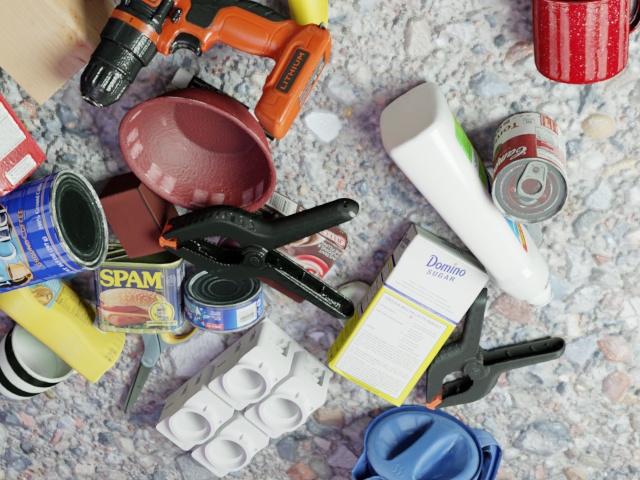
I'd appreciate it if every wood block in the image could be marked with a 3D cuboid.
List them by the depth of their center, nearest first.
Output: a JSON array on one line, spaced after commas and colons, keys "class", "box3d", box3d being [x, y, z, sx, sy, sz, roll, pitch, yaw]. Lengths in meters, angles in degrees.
[{"class": "wood block", "box3d": [-0.292, -0.240, 0.982, 0.091, 0.090, 0.206, -35, 111, 27]}]

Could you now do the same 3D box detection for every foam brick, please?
[{"class": "foam brick", "box3d": [-0.188, -0.029, 1.118, 0.051, 0.053, 0.078, -16, 117, 19]}]

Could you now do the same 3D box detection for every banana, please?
[{"class": "banana", "box3d": [-0.039, -0.260, 0.960, 0.070, 0.037, 0.197, -16, 118, 43]}]

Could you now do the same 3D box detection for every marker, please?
[{"class": "marker", "box3d": [-0.090, -0.133, 1.055, 0.121, 0.020, 0.020, 29, 122, -8]}]

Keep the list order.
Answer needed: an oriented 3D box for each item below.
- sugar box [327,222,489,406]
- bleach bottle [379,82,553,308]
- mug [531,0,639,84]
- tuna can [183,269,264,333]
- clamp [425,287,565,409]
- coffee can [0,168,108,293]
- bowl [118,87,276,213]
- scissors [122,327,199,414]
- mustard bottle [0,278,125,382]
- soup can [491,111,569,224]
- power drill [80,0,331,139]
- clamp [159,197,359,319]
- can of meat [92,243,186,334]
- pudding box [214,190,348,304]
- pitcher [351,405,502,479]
[{"class": "sugar box", "box3d": [0.090, 0.078, 1.119, 0.093, 0.048, 0.176, 30, 105, -11]}, {"class": "bleach bottle", "box3d": [0.153, -0.031, 1.042, 0.068, 0.102, 0.250, -31, 119, 19]}, {"class": "mug", "box3d": [0.236, -0.193, 0.929, 0.117, 0.093, 0.081, -24, 128, -19]}, {"class": "tuna can", "box3d": [-0.103, 0.061, 1.140, 0.086, 0.086, 0.034, 4, 121, 7]}, {"class": "clamp", "box3d": [0.181, 0.132, 1.164, 0.120, 0.039, 0.172, 30, 128, -4]}, {"class": "coffee can", "box3d": [-0.298, -0.004, 1.059, 0.140, 0.102, 0.103, -14, 118, 16]}, {"class": "bowl", "box3d": [-0.113, -0.097, 1.045, 0.162, 0.055, 0.162, 13, 142, 10]}, {"class": "scissors", "box3d": [-0.210, 0.120, 1.237, 0.096, 0.016, 0.202, 39, 119, -12]}, {"class": "mustard bottle", "box3d": [-0.305, 0.071, 1.174, 0.191, 0.096, 0.058, 43, 104, -16]}, {"class": "soup can", "box3d": [0.195, -0.070, 0.996, 0.068, 0.102, 0.068, 5, 123, 7]}, {"class": "power drill", "box3d": [-0.099, -0.166, 0.946, 0.187, 0.057, 0.184, 29, 83, 4]}, {"class": "clamp", "box3d": [-0.057, 0.001, 1.069, 0.210, 0.036, 0.165, 14, 136, 3]}, {"class": "can of meat", "box3d": [-0.196, 0.053, 1.157, 0.102, 0.057, 0.084, 2, 110, 8]}, {"class": "pudding box", "box3d": [-0.041, 0.004, 1.121, 0.113, 0.039, 0.090, 32, 123, -10]}, {"class": "pitcher", "box3d": [0.114, 0.319, 1.249, 0.149, 0.144, 0.243, 16, 128, 14]}]
